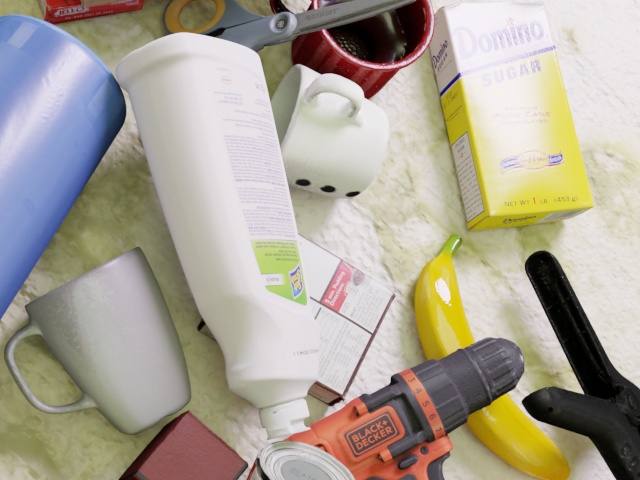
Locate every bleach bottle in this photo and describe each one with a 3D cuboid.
[{"bbox_3d":[-0.054,0.001,0.675,0.102,0.068,0.251,0,74,-57],"label":"bleach bottle"}]

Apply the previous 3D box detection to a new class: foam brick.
[{"bbox_3d":[-0.088,0.147,0.671,0.053,0.078,0.051,42,66,-4],"label":"foam brick"}]

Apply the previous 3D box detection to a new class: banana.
[{"bbox_3d":[0.115,0.092,0.771,0.069,0.037,0.198,-20,81,-19],"label":"banana"}]

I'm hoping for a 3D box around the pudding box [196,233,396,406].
[{"bbox_3d":[-0.016,0.049,0.744,0.113,0.039,0.090,30,70,-4],"label":"pudding box"}]

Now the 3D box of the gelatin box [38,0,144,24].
[{"bbox_3d":[-0.173,-0.205,0.772,0.073,0.030,0.089,-13,79,-20],"label":"gelatin box"}]

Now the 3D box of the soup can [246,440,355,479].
[{"bbox_3d":[-0.026,0.184,0.658,0.068,0.068,0.102,20,110,-11],"label":"soup can"}]

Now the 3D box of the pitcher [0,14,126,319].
[{"bbox_3d":[-0.224,-0.027,0.641,0.145,0.149,0.242,38,61,-17],"label":"pitcher"}]

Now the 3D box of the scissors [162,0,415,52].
[{"bbox_3d":[-0.036,-0.162,0.747,0.202,0.016,0.096,-23,64,18],"label":"scissors"}]

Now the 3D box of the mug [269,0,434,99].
[{"bbox_3d":[0.016,-0.157,0.789,0.117,0.082,0.093,23,69,-10],"label":"mug"}]

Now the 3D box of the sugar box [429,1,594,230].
[{"bbox_3d":[0.146,-0.100,0.832,0.093,0.048,0.176,-6,77,-19],"label":"sugar box"}]

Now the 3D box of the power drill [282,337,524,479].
[{"bbox_3d":[0.086,0.177,0.712,0.184,0.057,0.188,-27,82,-5],"label":"power drill"}]

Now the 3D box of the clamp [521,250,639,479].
[{"bbox_3d":[0.202,0.124,0.752,0.210,0.036,0.164,52,30,-15],"label":"clamp"}]
